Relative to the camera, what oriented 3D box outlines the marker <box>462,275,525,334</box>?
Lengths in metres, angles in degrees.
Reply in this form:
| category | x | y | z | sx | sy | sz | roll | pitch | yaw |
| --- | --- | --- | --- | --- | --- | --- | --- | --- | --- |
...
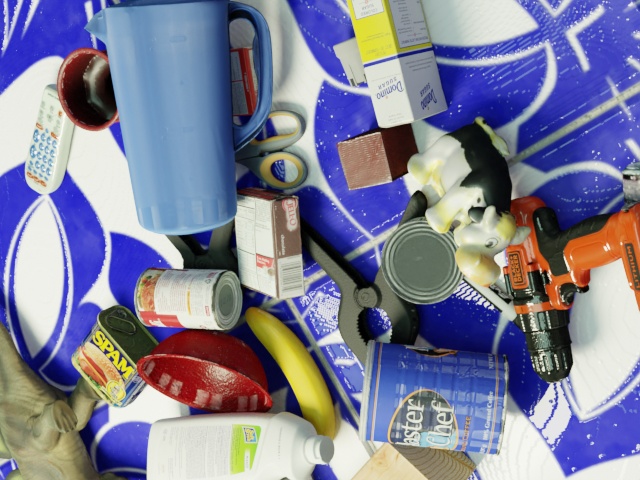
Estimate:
| category | x | y | z | sx | sy | sz | roll | pitch | yaw |
| --- | --- | --- | --- | --- | --- | --- | --- | --- | --- |
| marker | 0.176 | 0.056 | 1.090 | 0.121 | 0.020 | 0.020 | 42 | 118 | 12 |

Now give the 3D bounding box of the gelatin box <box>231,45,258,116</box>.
| category | x | y | z | sx | sy | sz | roll | pitch | yaw |
| --- | --- | --- | --- | --- | --- | --- | --- | --- | --- |
| gelatin box | -0.108 | -0.173 | 1.175 | 0.089 | 0.030 | 0.073 | -2 | 104 | 29 |

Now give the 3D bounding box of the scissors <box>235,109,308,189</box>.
| category | x | y | z | sx | sy | sz | roll | pitch | yaw |
| --- | --- | --- | --- | --- | --- | --- | --- | --- | --- |
| scissors | -0.093 | -0.082 | 1.199 | 0.202 | 0.016 | 0.096 | -24 | 91 | 31 |

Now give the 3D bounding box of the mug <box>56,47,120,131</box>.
| category | x | y | z | sx | sy | sz | roll | pitch | yaw |
| --- | --- | --- | --- | --- | --- | --- | --- | --- | --- |
| mug | -0.228 | -0.168 | 1.210 | 0.117 | 0.081 | 0.093 | 39 | 118 | 14 |

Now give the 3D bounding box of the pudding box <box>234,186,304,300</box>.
| category | x | y | z | sx | sy | sz | roll | pitch | yaw |
| --- | --- | --- | --- | --- | --- | --- | --- | --- | --- |
| pudding box | -0.058 | 0.001 | 1.169 | 0.090 | 0.039 | 0.113 | 17 | 112 | 57 |

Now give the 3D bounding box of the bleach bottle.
| category | x | y | z | sx | sy | sz | roll | pitch | yaw |
| --- | --- | --- | --- | --- | --- | --- | --- | --- | --- |
| bleach bottle | -0.091 | 0.250 | 1.229 | 0.251 | 0.067 | 0.102 | -9 | 77 | 38 |

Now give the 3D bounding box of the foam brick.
| category | x | y | z | sx | sy | sz | roll | pitch | yaw |
| --- | --- | --- | --- | --- | --- | --- | --- | --- | --- |
| foam brick | 0.060 | -0.087 | 1.081 | 0.053 | 0.078 | 0.051 | -11 | 100 | 30 |

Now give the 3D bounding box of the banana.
| category | x | y | z | sx | sy | sz | roll | pitch | yaw |
| --- | --- | --- | --- | --- | --- | --- | --- | --- | --- |
| banana | -0.027 | 0.163 | 1.216 | 0.070 | 0.037 | 0.198 | -19 | 94 | 29 |

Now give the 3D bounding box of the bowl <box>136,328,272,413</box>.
| category | x | y | z | sx | sy | sz | roll | pitch | yaw |
| --- | --- | --- | --- | --- | --- | --- | --- | --- | --- |
| bowl | -0.126 | 0.145 | 1.226 | 0.162 | 0.055 | 0.162 | 12 | 152 | 7 |

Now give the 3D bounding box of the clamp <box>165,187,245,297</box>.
| category | x | y | z | sx | sy | sz | roll | pitch | yaw |
| --- | --- | --- | --- | --- | --- | --- | --- | --- | --- |
| clamp | -0.139 | 0.019 | 1.237 | 0.120 | 0.039 | 0.171 | 1 | 103 | 29 |

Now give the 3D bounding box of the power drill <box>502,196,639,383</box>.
| category | x | y | z | sx | sy | sz | roll | pitch | yaw |
| --- | --- | --- | --- | --- | --- | --- | --- | --- | --- |
| power drill | 0.248 | 0.041 | 0.985 | 0.188 | 0.057 | 0.184 | -11 | 92 | 56 |

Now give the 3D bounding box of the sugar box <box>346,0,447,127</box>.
| category | x | y | z | sx | sy | sz | roll | pitch | yaw |
| --- | --- | --- | --- | --- | --- | --- | --- | --- | --- |
| sugar box | 0.070 | -0.202 | 1.037 | 0.048 | 0.093 | 0.176 | -8 | 99 | 30 |

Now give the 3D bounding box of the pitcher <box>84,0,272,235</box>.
| category | x | y | z | sx | sy | sz | roll | pitch | yaw |
| --- | --- | --- | --- | --- | --- | --- | --- | --- | --- |
| pitcher | -0.140 | -0.135 | 1.118 | 0.149 | 0.144 | 0.243 | 8 | 110 | 39 |

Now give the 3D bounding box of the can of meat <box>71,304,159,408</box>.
| category | x | y | z | sx | sy | sz | roll | pitch | yaw |
| --- | --- | --- | --- | --- | --- | --- | --- | --- | --- |
| can of meat | -0.250 | 0.146 | 1.319 | 0.102 | 0.057 | 0.084 | 47 | 122 | 10 |

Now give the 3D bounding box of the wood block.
| category | x | y | z | sx | sy | sz | roll | pitch | yaw |
| --- | --- | --- | --- | --- | --- | --- | --- | --- | --- |
| wood block | 0.064 | 0.297 | 1.173 | 0.091 | 0.090 | 0.206 | 43 | 118 | 12 |

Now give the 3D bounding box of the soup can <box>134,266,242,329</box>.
| category | x | y | z | sx | sy | sz | roll | pitch | yaw |
| --- | --- | --- | --- | --- | --- | --- | --- | --- | --- |
| soup can | -0.147 | 0.065 | 1.195 | 0.102 | 0.068 | 0.068 | 1 | 104 | 24 |

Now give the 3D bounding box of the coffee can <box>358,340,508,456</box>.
| category | x | y | z | sx | sy | sz | roll | pitch | yaw |
| --- | --- | --- | --- | --- | --- | --- | --- | --- | --- |
| coffee can | 0.113 | 0.159 | 1.078 | 0.140 | 0.102 | 0.103 | 6 | 107 | 5 |

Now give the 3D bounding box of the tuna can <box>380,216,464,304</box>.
| category | x | y | z | sx | sy | sz | roll | pitch | yaw |
| --- | --- | --- | --- | --- | --- | --- | --- | --- | --- |
| tuna can | 0.106 | 0.019 | 1.079 | 0.086 | 0.033 | 0.086 | 3 | 101 | 16 |

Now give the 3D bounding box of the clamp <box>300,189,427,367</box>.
| category | x | y | z | sx | sy | sz | roll | pitch | yaw |
| --- | --- | --- | --- | --- | --- | --- | --- | --- | --- |
| clamp | 0.046 | 0.053 | 1.149 | 0.165 | 0.036 | 0.210 | -2 | 99 | 29 |
